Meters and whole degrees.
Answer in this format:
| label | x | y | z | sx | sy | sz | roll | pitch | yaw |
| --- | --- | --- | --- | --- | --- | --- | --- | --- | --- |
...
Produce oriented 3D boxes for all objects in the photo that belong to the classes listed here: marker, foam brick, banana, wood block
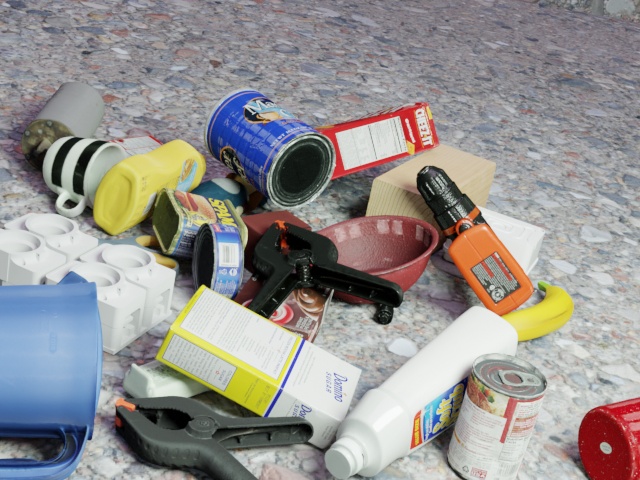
| label | x | y | z | sx | sy | sz | roll | pitch | yaw |
| --- | --- | --- | --- | --- | --- | --- | --- | --- | --- |
| marker | 0.081 | 0.064 | 1.229 | 0.020 | 0.020 | 0.121 | 15 | 25 | 5 |
| foam brick | -0.058 | 0.002 | 1.259 | 0.078 | 0.053 | 0.051 | -10 | 33 | -41 |
| banana | 0.245 | 0.088 | 1.239 | 0.070 | 0.037 | 0.197 | 3 | 14 | 36 |
| wood block | 0.148 | -0.054 | 1.426 | 0.091 | 0.090 | 0.205 | 23 | 28 | 22 |

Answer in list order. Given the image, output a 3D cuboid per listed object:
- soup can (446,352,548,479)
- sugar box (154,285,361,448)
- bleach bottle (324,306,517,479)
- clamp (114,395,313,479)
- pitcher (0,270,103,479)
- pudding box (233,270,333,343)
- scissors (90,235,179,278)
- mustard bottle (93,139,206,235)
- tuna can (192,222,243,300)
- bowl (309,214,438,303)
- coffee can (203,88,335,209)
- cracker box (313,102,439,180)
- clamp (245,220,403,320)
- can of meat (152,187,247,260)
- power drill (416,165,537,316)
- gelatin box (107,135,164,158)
| label | x | y | z | sx | sy | sz | roll | pitch | yaw |
| --- | --- | --- | --- | --- | --- | --- | --- | --- | --- |
| soup can | 0.157 | 0.162 | 0.958 | 0.068 | 0.102 | 0.068 | 10 | 25 | -5 |
| sugar box | -0.055 | 0.115 | 0.984 | 0.176 | 0.048 | 0.093 | 31 | 28 | -1 |
| bleach bottle | 0.088 | 0.151 | 0.979 | 0.068 | 0.103 | 0.250 | 32 | 38 | 25 |
| clamp | -0.097 | 0.174 | 0.895 | 0.171 | 0.039 | 0.120 | 8 | 20 | 6 |
| pitcher | -0.299 | 0.107 | 0.860 | 0.242 | 0.145 | 0.149 | 1 | 15 | -14 |
| pudding box | -0.042 | 0.074 | 1.128 | 0.090 | 0.039 | 0.113 | 15 | 24 | 8 |
| scissors | -0.246 | 0.000 | 1.220 | 0.202 | 0.016 | 0.096 | 20 | 24 | 14 |
| mustard bottle | -0.195 | -0.075 | 1.305 | 0.058 | 0.096 | 0.191 | 35 | 30 | 12 |
| tuna can | -0.111 | 0.024 | 1.147 | 0.033 | 0.086 | 0.086 | 3 | 26 | -22 |
| bowl | 0.057 | 0.027 | 1.222 | 0.162 | 0.055 | 0.162 | -9 | 23 | 4 |
| coffee can | -0.064 | -0.114 | 1.313 | 0.102 | 0.103 | 0.140 | -10 | 34 | -39 |
| cracker box | 0.027 | -0.128 | 1.450 | 0.213 | 0.072 | 0.164 | -20 | 9 | -39 |
| clamp | -0.009 | 0.031 | 1.128 | 0.164 | 0.036 | 0.210 | -6 | 26 | -7 |
| can of meat | -0.141 | -0.015 | 1.228 | 0.083 | 0.057 | 0.102 | 13 | 23 | -28 |
| power drill | 0.176 | 0.001 | 1.225 | 0.184 | 0.057 | 0.187 | 51 | 11 | -9 |
| gelatin box | -0.244 | -0.110 | 1.439 | 0.089 | 0.030 | 0.073 | -15 | 37 | -44 |
